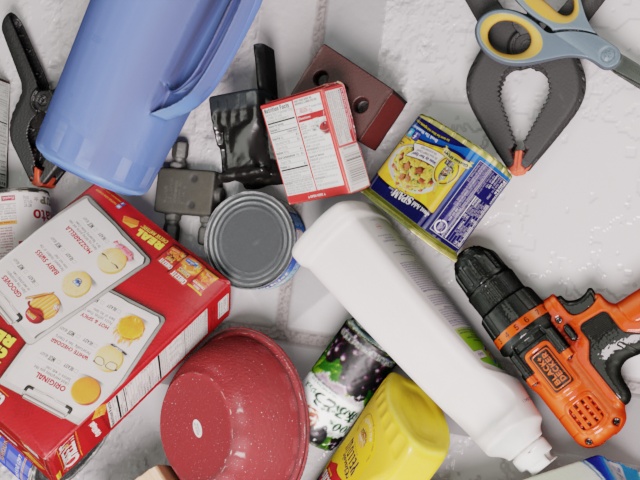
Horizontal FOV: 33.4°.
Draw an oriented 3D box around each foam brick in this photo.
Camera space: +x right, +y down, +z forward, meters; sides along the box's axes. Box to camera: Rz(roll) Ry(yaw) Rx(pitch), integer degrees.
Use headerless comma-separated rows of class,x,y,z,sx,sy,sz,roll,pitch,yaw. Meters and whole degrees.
foam brick,0.025,-0.121,0.904,0.078,0.051,0.053,36,97,19

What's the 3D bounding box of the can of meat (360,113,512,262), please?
can of meat,0.093,-0.045,0.857,0.084,0.057,0.102,-54,43,5

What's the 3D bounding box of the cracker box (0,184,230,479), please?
cracker box,-0.206,0.072,0.907,0.164,0.072,0.213,36,62,18

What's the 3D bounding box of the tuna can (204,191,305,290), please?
tuna can,-0.056,0.001,0.932,0.086,0.033,0.086,-2,85,20

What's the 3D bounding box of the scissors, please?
scissors,0.202,-0.135,0.829,0.096,0.016,0.202,-41,84,5

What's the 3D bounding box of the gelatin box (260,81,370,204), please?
gelatin box,-0.004,-0.079,0.872,0.073,0.030,0.089,-9,99,45

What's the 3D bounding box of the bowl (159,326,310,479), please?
bowl,-0.084,0.153,0.887,0.162,0.055,0.162,-2,87,43

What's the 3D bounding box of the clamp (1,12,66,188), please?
clamp,-0.264,-0.138,1.017,0.120,0.039,0.171,16,91,23

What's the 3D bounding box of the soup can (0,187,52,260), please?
soup can,-0.283,0.007,0.996,0.069,0.068,0.102,-9,82,19

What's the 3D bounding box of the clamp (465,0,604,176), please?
clamp,0.159,-0.160,0.865,0.165,0.036,0.210,12,89,16

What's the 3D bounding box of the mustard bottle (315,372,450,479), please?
mustard bottle,0.028,0.203,0.851,0.058,0.096,0.192,23,115,-20

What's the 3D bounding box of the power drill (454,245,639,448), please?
power drill,0.218,0.037,0.820,0.188,0.057,0.184,-40,74,14

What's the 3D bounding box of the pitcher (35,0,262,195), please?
pitcher,-0.145,-0.163,0.923,0.145,0.149,0.243,26,96,-3

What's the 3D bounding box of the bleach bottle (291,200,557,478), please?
bleach bottle,0.089,0.081,0.836,0.068,0.102,0.251,-45,72,17
